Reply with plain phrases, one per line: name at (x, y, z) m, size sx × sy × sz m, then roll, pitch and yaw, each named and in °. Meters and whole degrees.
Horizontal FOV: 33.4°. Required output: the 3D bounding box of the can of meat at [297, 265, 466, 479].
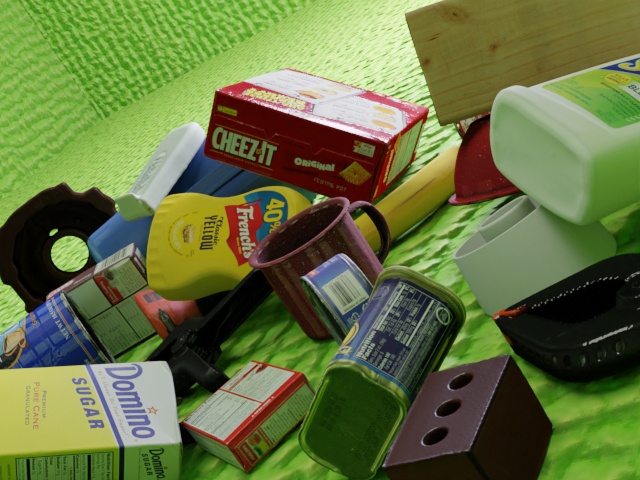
can of meat at (0.034, 0.080, 0.620) m, size 0.083 × 0.057 × 0.102 m, roll -54°, pitch -12°, yaw -43°

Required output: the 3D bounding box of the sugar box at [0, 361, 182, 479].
sugar box at (-0.191, 0.132, 0.762) m, size 0.176 × 0.048 × 0.093 m, roll -4°, pitch 35°, yaw -13°

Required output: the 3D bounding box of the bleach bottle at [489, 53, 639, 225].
bleach bottle at (0.240, -0.093, 0.694) m, size 0.250 × 0.068 × 0.103 m, roll -23°, pitch 42°, yaw -21°

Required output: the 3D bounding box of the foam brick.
foam brick at (0.076, 0.103, 0.539) m, size 0.053 × 0.051 × 0.078 m, roll -21°, pitch 20°, yaw 35°

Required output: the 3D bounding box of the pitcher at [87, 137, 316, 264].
pitcher at (-0.134, -0.032, 1.179) m, size 0.242 × 0.149 × 0.145 m, roll -38°, pitch 42°, yaw -6°

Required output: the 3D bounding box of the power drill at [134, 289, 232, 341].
power drill at (-0.090, 0.028, 1.050) m, size 0.187 × 0.057 × 0.185 m, roll -36°, pitch 17°, yaw -9°

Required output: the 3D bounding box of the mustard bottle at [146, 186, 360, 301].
mustard bottle at (-0.056, 0.001, 0.933) m, size 0.192 × 0.058 × 0.096 m, roll -4°, pitch 64°, yaw 23°

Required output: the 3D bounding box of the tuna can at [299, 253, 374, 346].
tuna can at (0.023, 0.052, 0.724) m, size 0.033 × 0.086 × 0.086 m, roll -34°, pitch 16°, yaw -7°

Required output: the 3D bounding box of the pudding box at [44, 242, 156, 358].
pudding box at (-0.217, 0.070, 1.111) m, size 0.113 × 0.090 × 0.039 m, roll -30°, pitch 18°, yaw 9°

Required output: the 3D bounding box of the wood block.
wood block at (0.180, -0.161, 0.797) m, size 0.206 × 0.090 × 0.090 m, roll -17°, pitch 6°, yaw 17°

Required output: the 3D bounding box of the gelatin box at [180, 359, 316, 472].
gelatin box at (-0.050, 0.123, 0.758) m, size 0.073 × 0.030 × 0.089 m, roll -41°, pitch 18°, yaw -22°

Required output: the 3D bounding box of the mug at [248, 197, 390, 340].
mug at (0.011, 0.018, 0.850) m, size 0.117 × 0.081 × 0.093 m, roll -42°, pitch 19°, yaw -27°

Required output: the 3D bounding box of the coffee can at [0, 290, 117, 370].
coffee can at (-0.279, 0.130, 1.034) m, size 0.140 × 0.103 × 0.103 m, roll -35°, pitch 16°, yaw -8°

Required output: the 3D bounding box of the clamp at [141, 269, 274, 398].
clamp at (-0.104, 0.098, 0.889) m, size 0.172 × 0.039 × 0.120 m, roll -38°, pitch 18°, yaw 40°

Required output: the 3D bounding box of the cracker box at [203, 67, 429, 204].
cracker box at (0.002, -0.105, 1.030) m, size 0.164 × 0.072 × 0.213 m, roll 18°, pitch 19°, yaw 11°

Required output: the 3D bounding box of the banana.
banana at (0.076, -0.030, 0.955) m, size 0.197 × 0.037 × 0.070 m, roll -38°, pitch -2°, yaw -20°

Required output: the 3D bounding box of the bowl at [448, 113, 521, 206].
bowl at (0.166, -0.079, 0.816) m, size 0.162 × 0.055 × 0.162 m, roll -20°, pitch 6°, yaw 2°
